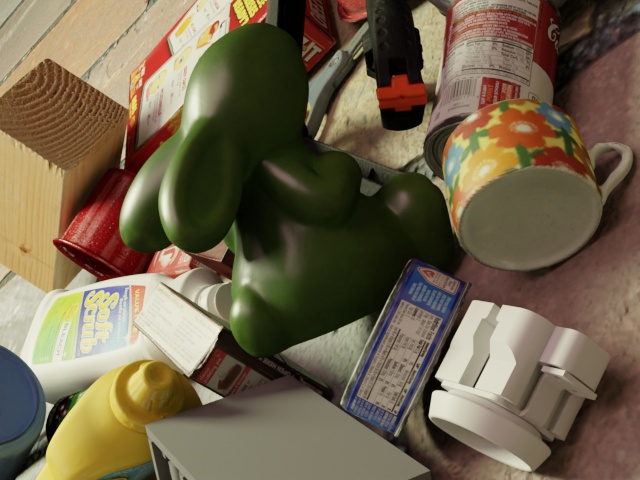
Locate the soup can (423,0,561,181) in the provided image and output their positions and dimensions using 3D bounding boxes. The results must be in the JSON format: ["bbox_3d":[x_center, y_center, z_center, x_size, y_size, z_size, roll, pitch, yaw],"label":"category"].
[{"bbox_3d":[0.097,-0.086,0.600,0.069,0.068,0.102,-24,43,45],"label":"soup can"}]

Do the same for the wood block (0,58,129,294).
[{"bbox_3d":[-0.244,-0.051,0.964,0.090,0.091,0.206,-54,-6,-36],"label":"wood block"}]

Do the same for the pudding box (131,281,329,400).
[{"bbox_3d":[-0.057,0.073,0.657,0.039,0.090,0.114,-59,29,-6],"label":"pudding box"}]

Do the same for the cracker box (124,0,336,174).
[{"bbox_3d":[-0.086,-0.160,0.958,0.214,0.072,0.164,-42,32,24],"label":"cracker box"}]

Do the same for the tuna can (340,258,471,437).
[{"bbox_3d":[0.043,0.053,0.535,0.086,0.034,0.086,-62,-7,-15],"label":"tuna can"}]

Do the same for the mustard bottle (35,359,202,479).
[{"bbox_3d":[-0.120,0.123,0.646,0.058,0.096,0.192,57,144,18],"label":"mustard bottle"}]

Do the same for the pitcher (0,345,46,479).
[{"bbox_3d":[-0.301,0.182,0.846,0.243,0.144,0.149,-51,30,36],"label":"pitcher"}]

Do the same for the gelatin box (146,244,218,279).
[{"bbox_3d":[-0.099,-0.007,0.866,0.073,0.030,0.089,-10,52,54],"label":"gelatin box"}]

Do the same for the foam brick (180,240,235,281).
[{"bbox_3d":[-0.055,0.001,0.766,0.078,0.053,0.051,13,72,60],"label":"foam brick"}]

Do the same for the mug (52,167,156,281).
[{"bbox_3d":[-0.169,-0.005,0.928,0.081,0.093,0.117,-60,-8,-16],"label":"mug"}]

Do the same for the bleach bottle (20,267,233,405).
[{"bbox_3d":[-0.143,0.065,0.830,0.251,0.068,0.102,-20,46,45],"label":"bleach bottle"}]

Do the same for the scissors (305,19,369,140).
[{"bbox_3d":[0.003,-0.135,0.851,0.202,0.016,0.096,-59,28,-4],"label":"scissors"}]

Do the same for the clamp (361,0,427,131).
[{"bbox_3d":[0.046,-0.110,0.663,0.039,0.120,0.171,-10,36,9],"label":"clamp"}]
